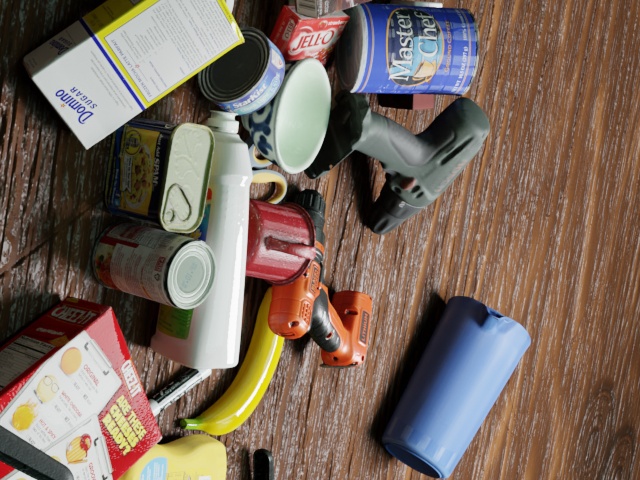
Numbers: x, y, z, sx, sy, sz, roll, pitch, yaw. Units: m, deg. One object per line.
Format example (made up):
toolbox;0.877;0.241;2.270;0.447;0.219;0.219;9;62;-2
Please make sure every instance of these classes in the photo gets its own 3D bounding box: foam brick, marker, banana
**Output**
foam brick;0.110;-0.205;1.345;0.051;0.053;0.078;-18;113;-50
marker;-0.162;0.164;1.123;0.120;0.020;0.020;-36;127;-42
banana;-0.082;0.147;1.208;0.197;0.037;0.069;-58;140;-24

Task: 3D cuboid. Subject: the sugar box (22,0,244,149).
sugar box;-0.162;-0.168;0.937;0.176;0.048;0.093;-33;134;-3

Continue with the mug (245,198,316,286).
mug;-0.057;0.001;1.135;0.081;0.117;0.093;12;95;-49

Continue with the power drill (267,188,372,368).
power drill;0.001;0.056;1.260;0.187;0.057;0.184;50;44;-50

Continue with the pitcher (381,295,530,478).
pitcher;0.188;0.214;1.527;0.149;0.145;0.242;46;67;-35

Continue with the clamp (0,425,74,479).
clamp;-0.307;0.145;0.819;0.164;0.036;0.210;-31;87;-38

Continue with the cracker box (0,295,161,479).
cracker box;-0.257;0.177;0.956;0.213;0.072;0.164;-43;131;-39

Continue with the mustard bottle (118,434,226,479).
mustard bottle;-0.180;0.252;1.092;0.191;0.058;0.096;9;99;-54

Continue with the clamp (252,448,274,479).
clamp;-0.068;0.328;1.282;0.120;0.039;0.171;-57;146;-19

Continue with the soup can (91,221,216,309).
soup can;-0.158;0.023;1.015;0.068;0.102;0.068;-20;116;-49

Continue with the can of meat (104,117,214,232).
can of meat;-0.154;-0.064;1.008;0.057;0.084;0.102;3;98;-54

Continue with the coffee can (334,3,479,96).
coffee can;0.098;-0.219;1.228;0.140;0.103;0.103;0;103;-16

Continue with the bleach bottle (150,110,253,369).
bleach bottle;-0.114;-0.004;1.069;0.067;0.103;0.251;2;97;-37

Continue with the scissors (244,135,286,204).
scissors;-0.099;-0.083;1.135;0.201;0.016;0.096;12;89;-54

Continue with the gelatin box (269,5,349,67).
gelatin box;-0.018;-0.218;1.162;0.089;0.030;0.073;-17;145;-49

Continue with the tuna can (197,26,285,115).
tuna can;-0.079;-0.170;1.075;0.033;0.086;0.086;36;71;-53
